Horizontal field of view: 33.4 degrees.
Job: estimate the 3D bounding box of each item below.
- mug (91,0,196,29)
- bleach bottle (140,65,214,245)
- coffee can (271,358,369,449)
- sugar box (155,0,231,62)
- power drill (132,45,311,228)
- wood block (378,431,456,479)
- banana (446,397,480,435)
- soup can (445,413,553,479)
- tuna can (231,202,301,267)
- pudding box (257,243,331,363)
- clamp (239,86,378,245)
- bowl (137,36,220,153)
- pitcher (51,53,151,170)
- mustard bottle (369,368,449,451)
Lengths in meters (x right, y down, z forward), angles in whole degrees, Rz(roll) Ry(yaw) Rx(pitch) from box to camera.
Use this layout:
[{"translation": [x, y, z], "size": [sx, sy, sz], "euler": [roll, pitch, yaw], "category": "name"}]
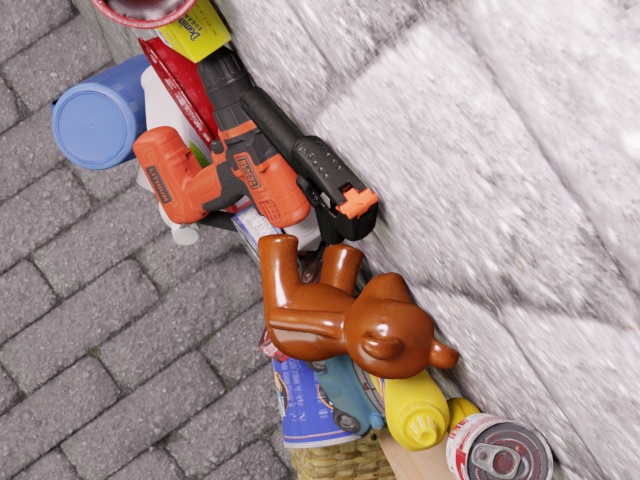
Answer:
[{"translation": [-0.135, -0.219, 0.815], "size": [0.081, 0.093, 0.117], "euler": [-131, 37, -78], "category": "mug"}, {"translation": [-0.164, -0.100, 1.249], "size": [0.102, 0.068, 0.251], "euler": [47, -154, -41], "category": "bleach bottle"}, {"translation": [-0.003, 0.166, 1.258], "size": [0.103, 0.102, 0.140], "euler": [147, 114, -84], "category": "coffee can"}, {"translation": [-0.140, -0.220, 0.983], "size": [0.093, 0.048, 0.176], "euler": [57, 172, -21], "category": "sugar box"}, {"translation": [-0.107, -0.090, 1.045], "size": [0.188, 0.057, 0.184], "euler": [-8, 111, 51], "category": "power drill"}, {"translation": [0.144, 0.274, 1.172], "size": [0.091, 0.090, 0.206], "euler": [57, 180, -18], "category": "wood block"}, {"translation": [0.136, 0.191, 0.997], "size": [0.198, 0.037, 0.069], "euler": [-115, 25, -79], "category": "banana"}, {"translation": [0.142, 0.176, 0.863], "size": [0.068, 0.068, 0.102], "euler": [54, 175, 3], "category": "soup can"}, {"translation": [-0.057, 0.001, 1.125], "size": [0.086, 0.033, 0.086], "euler": [54, 174, 8], "category": "tuna can"}, {"translation": [-0.015, 0.065, 1.130], "size": [0.039, 0.113, 0.090], "euler": [38, 136, -17], "category": "pudding box"}, {"translation": [0.005, -0.041, 0.882], "size": [0.164, 0.036, 0.210], "euler": [58, 173, -26], "category": "clamp"}, {"translation": [-0.131, -0.166, 1.159], "size": [0.162, 0.055, 0.162], "euler": [54, 174, 8], "category": "bowl"}, {"translation": [-0.267, -0.166, 1.396], "size": [0.145, 0.149, 0.242], "euler": [49, -163, -5], "category": "pitcher"}, {"translation": [0.084, 0.147, 1.020], "size": [0.191, 0.058, 0.096], "euler": [-110, 6, -74], "category": "mustard bottle"}]
